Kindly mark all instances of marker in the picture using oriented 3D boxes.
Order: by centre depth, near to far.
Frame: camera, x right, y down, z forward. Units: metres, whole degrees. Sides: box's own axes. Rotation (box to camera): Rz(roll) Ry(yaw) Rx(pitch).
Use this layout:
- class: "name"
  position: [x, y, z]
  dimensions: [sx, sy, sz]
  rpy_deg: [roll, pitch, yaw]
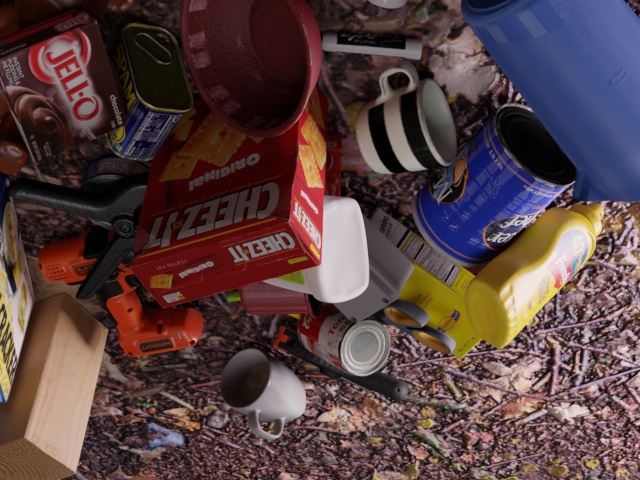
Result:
- class: "marker"
  position: [0.034, -0.183, 0.995]
  dimensions: [0.121, 0.020, 0.020]
  rpy_deg: [5, 138, -1]

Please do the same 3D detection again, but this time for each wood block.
- class: "wood block"
  position: [-0.333, 0.180, 1.281]
  dimensions: [0.091, 0.206, 0.090]
  rpy_deg: [-21, 132, 25]

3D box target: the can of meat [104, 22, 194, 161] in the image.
- class: "can of meat"
  position: [-0.168, -0.137, 1.000]
  dimensions: [0.057, 0.102, 0.084]
  rpy_deg: [2, 147, -34]

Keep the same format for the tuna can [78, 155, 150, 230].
- class: "tuna can"
  position: [-0.216, -0.051, 1.148]
  dimensions: [0.086, 0.033, 0.086]
  rpy_deg: [2, 138, 2]

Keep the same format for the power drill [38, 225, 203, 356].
- class: "power drill"
  position: [-0.209, 0.053, 1.246]
  dimensions: [0.185, 0.057, 0.187]
  rpy_deg: [-10, 133, 20]

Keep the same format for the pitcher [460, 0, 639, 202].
- class: "pitcher"
  position: [0.240, -0.161, 0.937]
  dimensions: [0.145, 0.149, 0.242]
  rpy_deg: [-17, 133, 42]

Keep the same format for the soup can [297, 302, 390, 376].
- class: "soup can"
  position: [0.026, 0.109, 1.214]
  dimensions: [0.068, 0.068, 0.102]
  rpy_deg: [34, 173, -29]

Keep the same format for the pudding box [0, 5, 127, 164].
- class: "pudding box"
  position: [-0.225, -0.133, 0.916]
  dimensions: [0.090, 0.039, 0.113]
  rpy_deg: [-26, 138, -17]

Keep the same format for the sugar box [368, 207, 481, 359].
- class: "sugar box"
  position: [0.108, 0.049, 1.172]
  dimensions: [0.176, 0.048, 0.093]
  rpy_deg: [33, 141, 0]

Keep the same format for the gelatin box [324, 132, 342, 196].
- class: "gelatin box"
  position: [-0.015, -0.073, 1.111]
  dimensions: [0.073, 0.030, 0.089]
  rpy_deg: [2, 138, 0]

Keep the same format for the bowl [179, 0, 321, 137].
- class: "bowl"
  position: [-0.051, -0.176, 0.948]
  dimensions: [0.162, 0.055, 0.162]
  rpy_deg: [24, 127, 35]

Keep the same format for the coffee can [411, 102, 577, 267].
- class: "coffee can"
  position: [0.172, -0.053, 1.064]
  dimensions: [0.102, 0.103, 0.141]
  rpy_deg: [23, 134, -20]

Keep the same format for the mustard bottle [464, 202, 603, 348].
- class: "mustard bottle"
  position: [0.230, 0.021, 1.104]
  dimensions: [0.058, 0.191, 0.096]
  rpy_deg: [31, 149, 36]

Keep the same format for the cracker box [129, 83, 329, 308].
- class: "cracker box"
  position: [-0.081, -0.056, 0.998]
  dimensions: [0.164, 0.213, 0.072]
  rpy_deg: [-16, 134, 21]

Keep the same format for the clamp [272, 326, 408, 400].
- class: "clamp"
  position: [0.026, 0.155, 1.321]
  dimensions: [0.171, 0.039, 0.120]
  rpy_deg: [26, 165, -23]

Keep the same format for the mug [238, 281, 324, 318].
- class: "mug"
  position: [-0.046, 0.041, 1.186]
  dimensions: [0.081, 0.093, 0.117]
  rpy_deg: [-2, 177, 14]

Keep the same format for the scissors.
- class: "scissors"
  position: [0.089, 0.096, 1.191]
  dimensions: [0.096, 0.016, 0.202]
  rpy_deg: [37, 166, -5]

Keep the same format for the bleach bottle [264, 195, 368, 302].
- class: "bleach bottle"
  position: [-0.057, 0.001, 1.093]
  dimensions: [0.067, 0.102, 0.251]
  rpy_deg: [-12, -170, -37]

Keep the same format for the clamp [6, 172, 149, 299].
- class: "clamp"
  position: [-0.211, -0.027, 1.117]
  dimensions: [0.210, 0.036, 0.164]
  rpy_deg: [-21, 126, 17]
